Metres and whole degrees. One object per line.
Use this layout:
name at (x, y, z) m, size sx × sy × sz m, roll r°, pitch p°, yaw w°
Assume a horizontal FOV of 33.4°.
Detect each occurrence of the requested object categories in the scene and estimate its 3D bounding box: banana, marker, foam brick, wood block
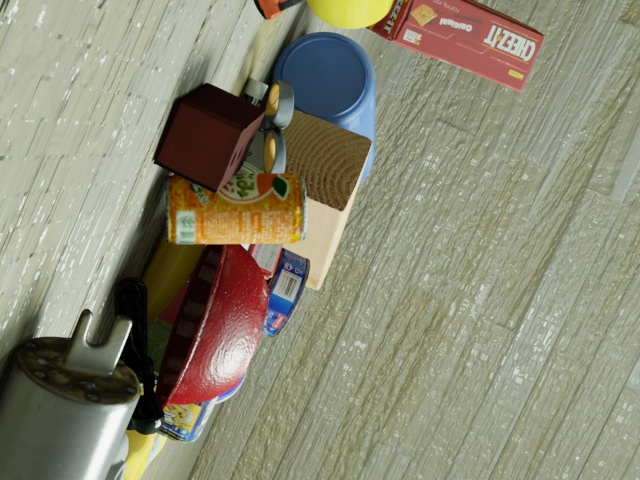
banana at (-0.115, -0.016, 0.887) m, size 0.069 × 0.037 × 0.198 m, roll -19°, pitch 136°, yaw -57°
marker at (-0.082, -0.093, 0.997) m, size 0.020 × 0.020 × 0.121 m, roll -50°, pitch 164°, yaw -83°
foam brick at (-0.079, -0.075, 0.774) m, size 0.078 × 0.051 × 0.053 m, roll -61°, pitch 176°, yaw -70°
wood block at (-0.015, -0.038, 1.135) m, size 0.206 × 0.091 × 0.090 m, roll 105°, pitch 7°, yaw -65°

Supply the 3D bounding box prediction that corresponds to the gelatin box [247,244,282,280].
gelatin box at (-0.057, 0.001, 1.033) m, size 0.073 × 0.030 × 0.089 m, roll -38°, pitch -148°, yaw 63°

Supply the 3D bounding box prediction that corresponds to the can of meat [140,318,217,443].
can of meat at (-0.140, 0.130, 0.976) m, size 0.084 × 0.102 × 0.057 m, roll -64°, pitch 179°, yaw 40°

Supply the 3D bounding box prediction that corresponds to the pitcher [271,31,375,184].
pitcher at (0.000, -0.150, 1.211) m, size 0.145 × 0.149 × 0.243 m, roll -50°, pitch 172°, yaw -11°

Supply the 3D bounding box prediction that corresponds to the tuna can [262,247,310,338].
tuna can at (-0.044, 0.050, 1.042) m, size 0.086 × 0.033 × 0.086 m, roll -59°, pitch -166°, yaw 24°

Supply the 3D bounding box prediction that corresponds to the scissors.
scissors at (-0.051, -0.097, 1.017) m, size 0.202 × 0.016 × 0.096 m, roll 149°, pitch -56°, yaw -76°

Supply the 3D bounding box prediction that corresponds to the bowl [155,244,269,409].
bowl at (-0.084, 0.070, 0.879) m, size 0.162 × 0.055 × 0.162 m, roll -160°, pitch -90°, yaw -78°

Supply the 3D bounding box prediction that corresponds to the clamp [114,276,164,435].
clamp at (-0.150, 0.116, 0.856) m, size 0.172 × 0.039 × 0.120 m, roll 110°, pitch -25°, yaw -59°

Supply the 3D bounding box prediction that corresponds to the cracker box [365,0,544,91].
cracker box at (0.113, -0.240, 1.141) m, size 0.072 × 0.164 × 0.214 m, roll -68°, pitch -152°, yaw 14°
